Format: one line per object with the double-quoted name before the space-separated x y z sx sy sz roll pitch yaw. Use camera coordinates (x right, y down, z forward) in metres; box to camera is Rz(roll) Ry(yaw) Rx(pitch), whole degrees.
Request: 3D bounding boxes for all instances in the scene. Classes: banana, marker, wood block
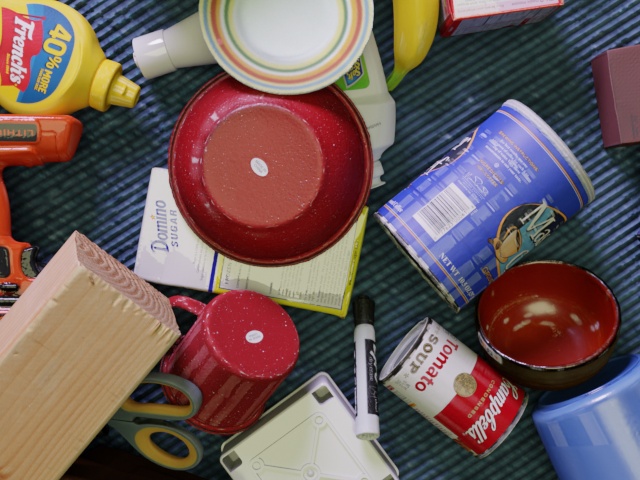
"banana" 0.058 -0.223 0.850 0.070 0.037 0.198 -10 91 32
"marker" 0.036 0.099 0.854 0.020 0.020 0.121 0 61 -1
"wood block" -0.203 0.107 0.757 0.090 0.090 0.206 40 93 -20

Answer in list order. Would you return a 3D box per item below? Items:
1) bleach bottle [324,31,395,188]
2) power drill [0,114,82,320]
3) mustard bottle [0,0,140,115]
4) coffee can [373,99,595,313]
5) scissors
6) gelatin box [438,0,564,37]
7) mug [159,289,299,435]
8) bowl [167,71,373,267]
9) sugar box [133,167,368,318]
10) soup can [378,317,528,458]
"bleach bottle" -0.009 -0.157 0.852 0.102 0.068 0.251 -19 95 1
"power drill" -0.225 -0.002 0.827 0.184 0.057 0.187 1 82 -8
"mustard bottle" -0.235 -0.148 0.850 0.191 0.058 0.096 21 87 -2
"coffee can" 0.127 -0.027 0.836 0.140 0.103 0.103 -40 92 1
"scissors" -0.172 0.144 0.842 0.202 0.016 0.096 -10 114 29
"gelatin box" 0.141 -0.188 0.845 0.089 0.073 0.030 -9 92 0
"mug" -0.077 0.084 0.828 0.117 0.093 0.082 38 134 0
"bowl" -0.041 -0.057 0.806 0.162 0.055 0.162 0 95 4
"sugar box" -0.056 0.001 0.865 0.176 0.048 0.093 11 92 2
"soup can" 0.106 0.118 0.859 0.102 0.068 0.068 38 91 -1
